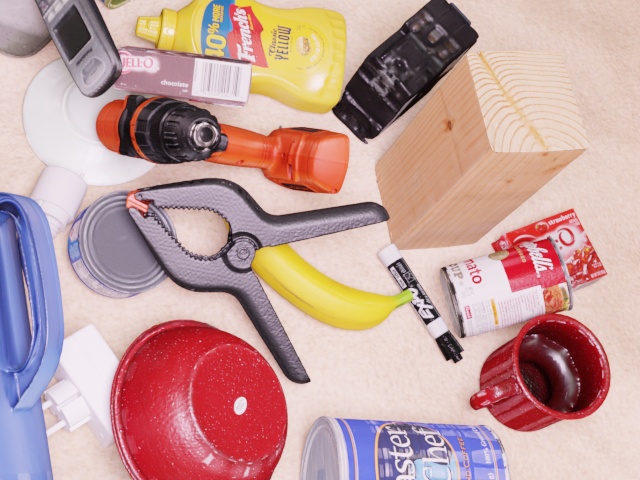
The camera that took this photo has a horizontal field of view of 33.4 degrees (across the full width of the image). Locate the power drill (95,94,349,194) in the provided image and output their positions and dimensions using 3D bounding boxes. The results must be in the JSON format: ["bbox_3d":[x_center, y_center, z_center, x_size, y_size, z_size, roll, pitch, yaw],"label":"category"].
[{"bbox_3d":[-0.072,-0.080,0.873,0.187,0.185,0.057,10,94,-32],"label":"power drill"}]

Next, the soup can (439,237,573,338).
[{"bbox_3d":[0.164,0.043,0.946,0.102,0.068,0.068,-15,72,0],"label":"soup can"}]

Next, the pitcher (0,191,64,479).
[{"bbox_3d":[-0.256,0.089,0.761,0.144,0.149,0.243,-10,75,-22],"label":"pitcher"}]

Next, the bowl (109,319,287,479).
[{"bbox_3d":[-0.078,0.130,0.818,0.161,0.055,0.162,21,57,-36],"label":"bowl"}]

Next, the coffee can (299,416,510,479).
[{"bbox_3d":[0.065,0.194,0.845,0.140,0.103,0.103,6,66,-17],"label":"coffee can"}]

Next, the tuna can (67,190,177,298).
[{"bbox_3d":[-0.162,0.004,0.876,0.086,0.034,0.086,9,73,-30],"label":"tuna can"}]

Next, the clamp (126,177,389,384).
[{"bbox_3d":[-0.056,0.001,0.871,0.210,0.036,0.164,32,90,-13],"label":"clamp"}]

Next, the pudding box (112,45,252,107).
[{"bbox_3d":[-0.115,-0.140,0.899,0.113,0.090,0.039,8,101,-6],"label":"pudding box"}]

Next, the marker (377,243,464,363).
[{"bbox_3d":[0.091,0.058,0.960,0.020,0.020,0.121,-28,80,-27],"label":"marker"}]

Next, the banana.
[{"bbox_3d":[-0.016,0.025,0.930,0.197,0.037,0.069,33,47,-4],"label":"banana"}]

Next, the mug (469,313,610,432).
[{"bbox_3d":[0.181,0.123,0.927,0.117,0.082,0.093,-19,75,-25],"label":"mug"}]

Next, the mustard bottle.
[{"bbox_3d":[-0.074,-0.179,0.981,0.191,0.058,0.096,8,77,-15],"label":"mustard bottle"}]

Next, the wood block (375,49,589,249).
[{"bbox_3d":[0.130,-0.072,0.922,0.090,0.206,0.091,-4,70,-20],"label":"wood block"}]

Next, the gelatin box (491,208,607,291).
[{"bbox_3d":[0.218,0.017,1.014,0.089,0.030,0.073,-18,75,-25],"label":"gelatin box"}]
